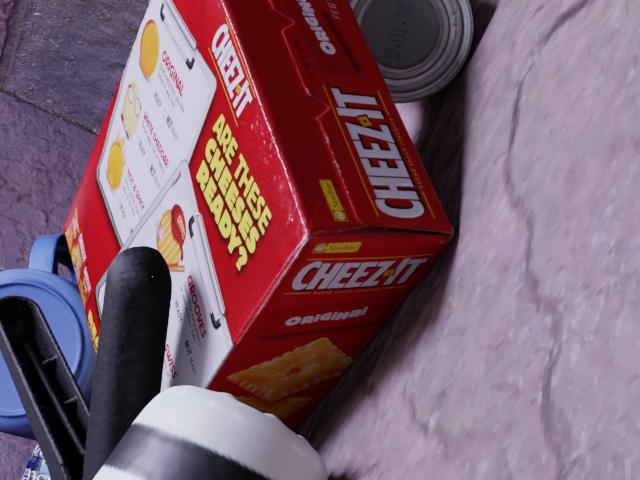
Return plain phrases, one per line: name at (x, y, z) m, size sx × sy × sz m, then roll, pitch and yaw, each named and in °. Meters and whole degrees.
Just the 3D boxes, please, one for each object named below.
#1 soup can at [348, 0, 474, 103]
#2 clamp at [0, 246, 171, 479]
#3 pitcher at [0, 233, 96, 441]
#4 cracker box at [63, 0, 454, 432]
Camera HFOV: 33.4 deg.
soup can at (0.032, -0.107, 0.512) m, size 0.068 × 0.068 × 0.102 m, roll -63°, pitch 10°, yaw 14°
clamp at (-0.100, 0.110, 0.471) m, size 0.165 × 0.036 × 0.210 m, roll -5°, pitch 92°, yaw 56°
pitcher at (-0.196, 0.082, 0.804) m, size 0.145 × 0.149 × 0.243 m, roll -51°, pitch -8°, yaw -8°
cracker box at (-0.043, -0.004, 0.473) m, size 0.214 × 0.072 × 0.164 m, roll -55°, pitch 46°, yaw 45°
